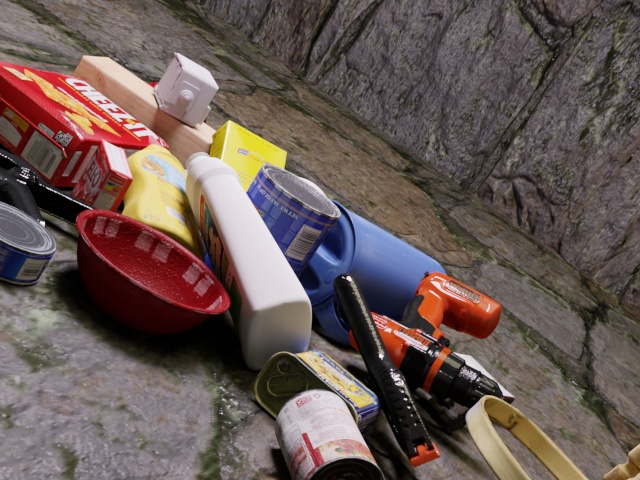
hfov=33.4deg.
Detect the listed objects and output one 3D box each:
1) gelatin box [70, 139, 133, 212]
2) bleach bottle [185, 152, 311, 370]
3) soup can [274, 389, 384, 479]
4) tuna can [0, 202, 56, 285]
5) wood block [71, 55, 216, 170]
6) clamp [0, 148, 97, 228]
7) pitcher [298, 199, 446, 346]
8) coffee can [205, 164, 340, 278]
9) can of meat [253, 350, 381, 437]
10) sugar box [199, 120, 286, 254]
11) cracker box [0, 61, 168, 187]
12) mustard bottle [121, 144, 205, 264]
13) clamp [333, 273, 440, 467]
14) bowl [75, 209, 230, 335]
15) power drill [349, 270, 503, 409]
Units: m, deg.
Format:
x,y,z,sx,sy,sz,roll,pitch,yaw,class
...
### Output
x,y,z,sx,sy,sz,roll,pitch,yaw,class
-0.232,-0.057,1.125,0.030,0.073,0.089,25,16,-28,gelatin box
-0.085,0.006,1.085,0.068,0.103,0.251,-13,48,-19,bleach bottle
0.005,0.176,0.876,0.068,0.068,0.102,27,14,-26,soup can
-0.272,0.000,0.918,0.086,0.034,0.086,31,14,-9,tuna can
-0.233,-0.148,1.402,0.206,0.090,0.090,34,14,5,wood block
-0.285,-0.048,1.046,0.172,0.039,0.120,40,14,26,clamp
0.059,0.053,1.338,0.145,0.149,0.242,26,2,42,pitcher
-0.058,0.001,1.179,0.102,0.140,0.103,31,14,-9,coffee can
0.000,0.147,0.990,0.102,0.057,0.083,39,12,17,can of meat
-0.097,-0.053,1.297,0.093,0.048,0.176,26,47,-26,sugar box
-0.297,-0.135,1.248,0.164,0.072,0.213,37,13,14,cracker box
-0.176,-0.045,1.158,0.096,0.058,0.191,36,23,-33,mustard bottle
0.064,0.137,1.056,0.210,0.036,0.164,-119,-172,-59,clamp
-0.165,0.038,0.986,0.162,0.055,0.162,31,14,-9,bowl
0.145,0.113,1.228,0.184,0.057,0.187,29,28,15,power drill
